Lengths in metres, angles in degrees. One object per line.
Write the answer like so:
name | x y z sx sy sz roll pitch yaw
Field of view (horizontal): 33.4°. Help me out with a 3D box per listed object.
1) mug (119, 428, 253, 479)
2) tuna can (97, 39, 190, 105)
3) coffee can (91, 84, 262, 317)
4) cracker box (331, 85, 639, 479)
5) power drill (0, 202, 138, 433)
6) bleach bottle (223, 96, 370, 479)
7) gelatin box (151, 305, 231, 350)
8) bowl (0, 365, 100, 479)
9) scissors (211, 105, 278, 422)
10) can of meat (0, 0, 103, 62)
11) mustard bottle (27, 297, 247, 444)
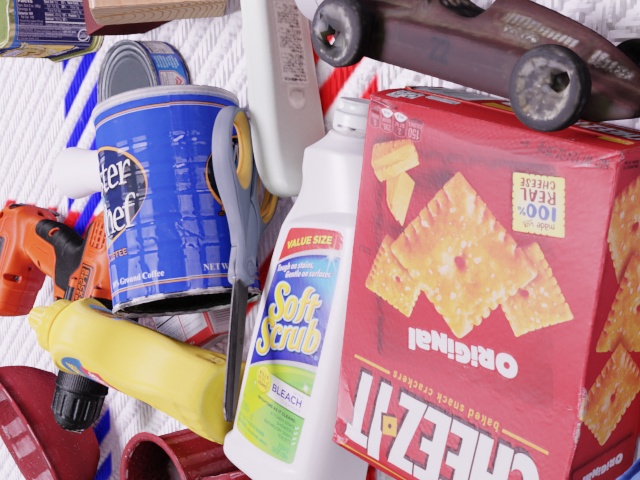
mug | -0.080 0.174 0.769 0.117 0.081 0.093 -25 77 48
tuna can | -0.137 -0.112 0.825 0.086 0.033 0.086 9 103 47
coffee can | -0.098 -0.024 0.732 0.103 0.102 0.140 -19 75 48
cracker box | 0.089 0.037 0.564 0.164 0.071 0.214 23 113 45
power drill | -0.222 0.051 0.908 0.188 0.057 0.184 17 91 44
bleach bottle | 0.001 0.034 0.672 0.103 0.067 0.251 25 111 48
gelatin box | -0.102 0.040 0.812 0.073 0.030 0.089 -35 71 47
bowl | -0.243 0.170 0.951 0.162 0.055 0.162 40 146 34
scissors | -0.054 0.001 0.662 0.016 0.096 0.201 -5 52 20
can of meat | -0.246 -0.183 0.900 0.102 0.083 0.057 0 96 49
mustard bottle | -0.136 0.085 0.768 0.192 0.096 0.058 19 79 27
